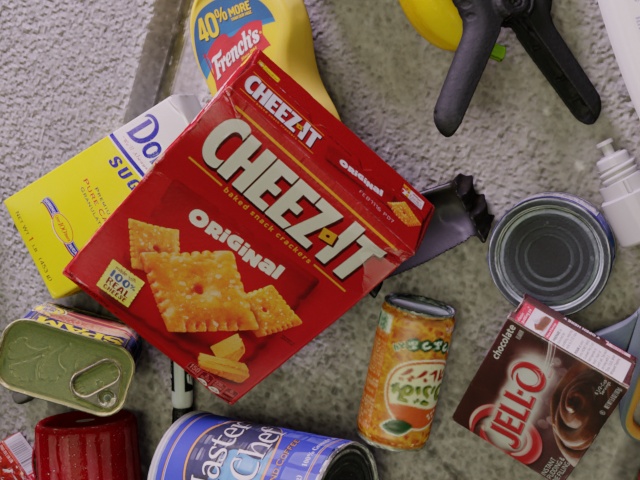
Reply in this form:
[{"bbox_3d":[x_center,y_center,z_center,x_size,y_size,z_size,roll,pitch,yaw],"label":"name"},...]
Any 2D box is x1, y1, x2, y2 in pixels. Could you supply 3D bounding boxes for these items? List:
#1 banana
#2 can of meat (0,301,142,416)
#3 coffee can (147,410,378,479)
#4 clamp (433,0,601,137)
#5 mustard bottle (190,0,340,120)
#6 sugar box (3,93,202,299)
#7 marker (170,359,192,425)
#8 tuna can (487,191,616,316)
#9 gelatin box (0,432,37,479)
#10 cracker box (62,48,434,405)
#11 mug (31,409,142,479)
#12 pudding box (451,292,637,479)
[{"bbox_3d":[0.075,-0.214,0.732,0.037,0.069,0.198,1,104,64],"label":"banana"},{"bbox_3d":[-0.192,0.089,0.834,0.102,0.084,0.057,17,97,-5],"label":"can of meat"},{"bbox_3d":[-0.042,0.187,0.786,0.141,0.102,0.103,5,100,31],"label":"coffee can"},{"bbox_3d":[0.133,-0.150,0.713,0.120,0.039,0.171,3,88,-23],"label":"clamp"},{"bbox_3d":[-0.047,-0.136,0.777,0.096,0.058,0.191,-15,92,40],"label":"mustard bottle"},{"bbox_3d":[-0.155,-0.033,0.839,0.176,0.048,0.093,-29,88,22],"label":"sugar box"},{"bbox_3d":[-0.112,0.102,0.857,0.020,0.020,0.121,3,99,19],"label":"marker"},{"bbox_3d":[0.160,0.010,0.739,0.086,0.033,0.086,3,99,19],"label":"tuna can"},{"bbox_3d":[-0.264,0.224,0.923,0.073,0.030,0.089,-41,83,20],"label":"gelatin box"},{"bbox_3d":[-0.055,0.001,0.744,0.164,0.072,0.214,41,125,-10],"label":"cracker box"},{"bbox_3d":[-0.195,0.183,0.868,0.117,0.093,0.081,-2,93,42],"label":"mug"},{"bbox_3d":[0.153,0.104,0.735,0.090,0.039,0.114,30,128,12],"label":"pudding box"}]
